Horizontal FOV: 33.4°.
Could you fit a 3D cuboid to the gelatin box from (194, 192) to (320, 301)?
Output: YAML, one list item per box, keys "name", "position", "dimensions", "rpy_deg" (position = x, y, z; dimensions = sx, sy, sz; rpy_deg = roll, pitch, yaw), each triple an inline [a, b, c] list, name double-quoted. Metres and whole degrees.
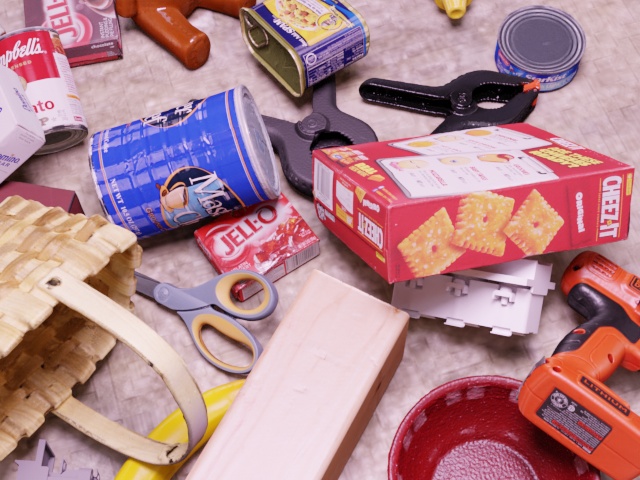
- name: "gelatin box"
  position: [-0.056, 0.001, 0.951]
  dimensions: [0.089, 0.030, 0.073]
  rpy_deg: [-31, 65, -16]

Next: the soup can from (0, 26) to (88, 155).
- name: "soup can"
  position: [-0.263, -0.138, 0.997]
  dimensions: [0.068, 0.068, 0.102]
  rpy_deg: [-18, 82, -9]

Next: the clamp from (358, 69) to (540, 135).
- name: "clamp"
  position: [0.129, -0.113, 1.006]
  dimensions: [0.171, 0.039, 0.120]
  rpy_deg: [-8, 62, -4]

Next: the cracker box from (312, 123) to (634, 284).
- name: "cracker box"
  position: [0.120, -0.036, 0.879]
  dimensions: [0.213, 0.072, 0.164]
  rpy_deg: [-9, 22, -19]

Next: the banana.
- name: "banana"
  position: [-0.125, 0.186, 0.842]
  dimensions: [0.070, 0.037, 0.197]
  rpy_deg: [16, 58, 25]

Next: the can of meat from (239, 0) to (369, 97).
- name: "can of meat"
  position: [-0.014, -0.196, 1.013]
  dimensions: [0.083, 0.057, 0.102]
  rpy_deg: [-32, 58, -18]

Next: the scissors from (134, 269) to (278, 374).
- name: "scissors"
  position: [-0.117, 0.035, 0.924]
  dimensions: [0.202, 0.016, 0.096]
  rpy_deg: [39, 97, 20]

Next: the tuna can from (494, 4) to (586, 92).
- name: "tuna can"
  position: [0.215, -0.188, 1.049]
  dimensions: [0.086, 0.034, 0.086]
  rpy_deg: [-1, 61, 1]

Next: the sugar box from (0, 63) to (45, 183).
- name: "sugar box"
  position: [-0.328, -0.070, 0.944]
  dimensions: [0.176, 0.048, 0.093]
  rpy_deg: [-37, 59, 11]

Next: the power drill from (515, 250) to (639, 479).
- name: "power drill"
  position: [0.250, 0.104, 0.840]
  dimensions: [0.184, 0.057, 0.187]
  rpy_deg: [33, 40, 14]

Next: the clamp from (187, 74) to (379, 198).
- name: "clamp"
  position: [-0.019, -0.098, 1.002]
  dimensions: [0.164, 0.036, 0.210]
  rpy_deg: [-26, 60, -12]

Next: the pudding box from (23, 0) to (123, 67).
- name: "pudding box"
  position: [-0.251, -0.229, 1.079]
  dimensions: [0.090, 0.039, 0.113]
  rpy_deg: [-11, 61, -4]

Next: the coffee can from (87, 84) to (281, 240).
- name: "coffee can"
  position: [-0.117, -0.066, 0.932]
  dimensions: [0.140, 0.102, 0.103]
  rpy_deg: [-17, 61, 7]

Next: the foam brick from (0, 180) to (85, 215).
- name: "foam brick"
  position: [-0.256, -0.016, 0.952]
  dimensions: [0.078, 0.053, 0.051]
  rpy_deg: [8, 61, 6]

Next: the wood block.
- name: "wood block"
  position: [-0.016, 0.140, 0.838]
  dimensions: [0.090, 0.091, 0.206]
  rpy_deg: [25, 64, 14]

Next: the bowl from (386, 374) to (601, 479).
- name: "bowl"
  position: [0.131, 0.189, 0.828]
  dimensions: [0.162, 0.055, 0.162]
  rpy_deg: [-1, 61, 1]
